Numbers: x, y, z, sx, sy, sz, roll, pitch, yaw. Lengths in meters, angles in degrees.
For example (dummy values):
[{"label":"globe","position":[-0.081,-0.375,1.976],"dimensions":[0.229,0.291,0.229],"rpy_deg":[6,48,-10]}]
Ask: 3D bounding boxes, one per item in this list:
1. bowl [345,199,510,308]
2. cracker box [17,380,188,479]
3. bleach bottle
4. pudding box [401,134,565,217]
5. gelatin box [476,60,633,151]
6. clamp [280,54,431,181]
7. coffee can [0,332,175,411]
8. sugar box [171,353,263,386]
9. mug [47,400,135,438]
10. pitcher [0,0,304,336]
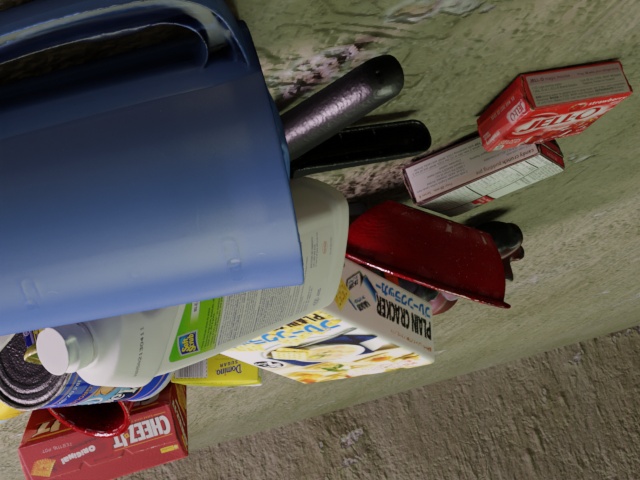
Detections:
[{"label":"bowl","position":[0.090,0.006,0.894],"dimensions":[0.162,0.055,0.162],"rpy_deg":[19,-176,-1]},{"label":"cracker box","position":[-0.232,0.190,1.176],"dimensions":[0.164,0.072,0.214],"rpy_deg":[-17,-167,-3]},{"label":"bleach bottle","position":[-0.080,0.029,0.708],"dimensions":[0.068,0.102,0.250],"rpy_deg":[19,-156,32]},{"label":"pudding box","position":[0.134,-0.059,0.872],"dimensions":[0.114,0.039,0.089],"rpy_deg":[-24,165,21]},{"label":"gelatin box","position":[0.168,-0.097,0.776],"dimensions":[0.089,0.030,0.073],"rpy_deg":[-12,166,-22]},{"label":"clamp","position":[-0.031,-0.057,0.671],"dimensions":[0.210,0.036,0.164],"rpy_deg":[-17,168,2]},{"label":"coffee can","position":[-0.200,0.088,0.903],"dimensions":[0.103,0.103,0.140],"rpy_deg":[-24,165,25]},{"label":"sugar box","position":[-0.111,0.139,1.177],"dimensions":[0.093,0.048,0.176],"rpy_deg":[0,169,-1]},{"label":"mug","position":[-0.227,0.129,1.052],"dimensions":[0.117,0.081,0.093],"rpy_deg":[24,135,-2]},{"label":"pitcher","position":[-0.135,-0.026,0.510],"dimensions":[0.242,0.149,0.145],"rpy_deg":[-13,-179,-6]}]
